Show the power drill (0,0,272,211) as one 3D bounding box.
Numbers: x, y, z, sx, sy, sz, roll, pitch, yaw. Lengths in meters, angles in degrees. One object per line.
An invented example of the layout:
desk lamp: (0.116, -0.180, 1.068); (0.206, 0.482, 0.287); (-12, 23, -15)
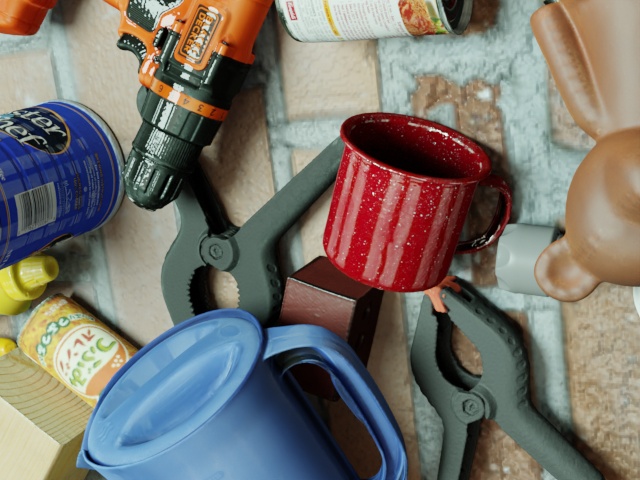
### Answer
power drill: (-0.134, -0.135, 0.699); (0.188, 0.057, 0.184); (29, 99, 14)

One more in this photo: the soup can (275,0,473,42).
soup can: (0.032, -0.152, 0.626); (0.102, 0.068, 0.068); (2, 107, 25)

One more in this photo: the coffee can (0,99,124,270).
coffee can: (-0.217, -0.036, 0.740); (0.103, 0.140, 0.103); (8, 109, 23)

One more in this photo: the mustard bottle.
mustard bottle: (-0.280, 0.035, 0.819); (0.192, 0.096, 0.058); (-10, 69, 27)

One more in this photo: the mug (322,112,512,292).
mug: (0.060, -0.021, 0.652); (0.117, 0.093, 0.081); (6, 119, -15)

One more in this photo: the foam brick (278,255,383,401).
foam brick: (0.005, 0.059, 0.714); (0.051, 0.052, 0.078); (19, 114, 19)

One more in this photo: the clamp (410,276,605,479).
clamp: (0.114, 0.105, 0.685); (0.120, 0.039, 0.171); (-9, 102, 26)

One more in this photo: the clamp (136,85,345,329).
clamp: (-0.055, 0.001, 0.734); (0.165, 0.036, 0.210); (9, 106, 23)

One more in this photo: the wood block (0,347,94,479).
wood block: (-0.250, 0.190, 0.856); (0.091, 0.090, 0.206); (36, 117, 11)

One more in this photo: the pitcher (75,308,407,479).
pitcher: (-0.024, 0.167, 0.690); (0.149, 0.144, 0.242); (0, 132, 51)
